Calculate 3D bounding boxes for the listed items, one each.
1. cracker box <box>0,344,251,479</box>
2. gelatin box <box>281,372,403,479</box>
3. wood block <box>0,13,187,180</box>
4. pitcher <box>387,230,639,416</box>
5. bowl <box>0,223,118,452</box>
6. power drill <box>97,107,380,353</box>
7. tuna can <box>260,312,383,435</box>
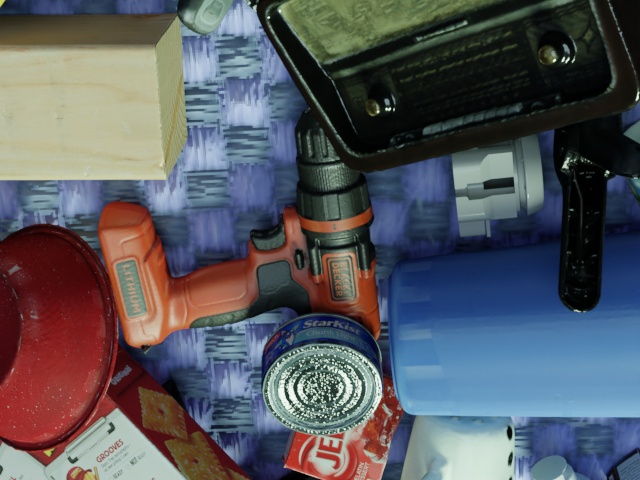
[{"bbox_3d":[-0.154,0.193,0.792,0.214,0.072,0.164,44,109,9],"label":"cracker box"},{"bbox_3d":[0.019,0.137,0.797,0.073,0.030,0.089,19,89,-4],"label":"gelatin box"},{"bbox_3d":[-0.198,-0.094,0.696,0.206,0.091,0.090,0,114,3],"label":"wood block"},{"bbox_3d":[0.173,0.065,0.731,0.243,0.145,0.149,-4,100,9],"label":"pitcher"},{"bbox_3d":[-0.216,0.065,0.734,0.162,0.055,0.162,-5,81,33],"label":"bowl"},{"bbox_3d":[-0.055,0.001,0.745,0.188,0.057,0.184,-6,112,6],"label":"power drill"},{"bbox_3d":[0.001,0.094,0.743,0.086,0.033,0.086,0,122,-1],"label":"tuna can"}]
